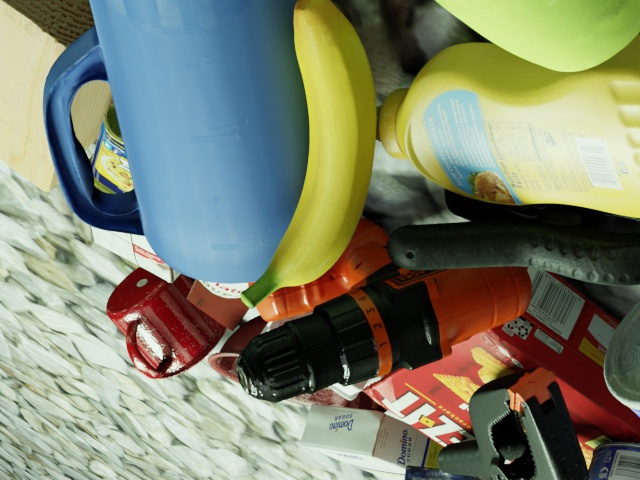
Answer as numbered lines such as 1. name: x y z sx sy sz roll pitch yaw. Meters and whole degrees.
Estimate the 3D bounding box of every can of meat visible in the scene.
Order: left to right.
1. can of meat: -0.122 -0.059 0.808 0.102 0.057 0.084 34 150 -2

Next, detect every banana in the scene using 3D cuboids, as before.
1. banana: 0.002 -0.046 0.597 0.037 0.069 0.198 33 128 31

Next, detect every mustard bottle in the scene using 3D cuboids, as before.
1. mustard bottle: 0.102 -0.060 0.568 0.192 0.058 0.096 7 141 40

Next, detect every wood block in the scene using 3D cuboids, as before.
1. wood block: -0.186 -0.129 0.727 0.090 0.090 0.206 36 153 -3

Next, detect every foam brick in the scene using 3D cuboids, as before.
1. foam brick: -0.074 0.033 0.910 0.053 0.051 0.078 35 152 -2

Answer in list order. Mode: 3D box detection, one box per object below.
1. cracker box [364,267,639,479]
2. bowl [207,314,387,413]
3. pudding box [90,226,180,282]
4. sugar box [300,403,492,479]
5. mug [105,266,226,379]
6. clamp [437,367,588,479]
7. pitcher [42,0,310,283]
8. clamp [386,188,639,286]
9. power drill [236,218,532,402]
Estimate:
1. cracker box: 0.147 0.110 0.777 0.164 0.072 0.214 35 153 -6
2. bowl: -0.013 0.101 0.923 0.162 0.055 0.162 14 161 5
3. pudding box: -0.160 -0.019 0.931 0.090 0.039 0.113 27 150 13
4. sugar box: 0.077 0.193 0.961 0.094 0.048 0.176 -3 153 47
5. mug: -0.150 0.077 0.998 0.093 0.117 0.081 -20 120 31
6. clamp: 0.129 0.148 0.715 0.165 0.036 0.210 40 153 41
7. pitcher: -0.072 -0.092 0.618 0.145 0.149 0.243 27 149 25
8. clamp: 0.124 0.000 0.596 0.172 0.120 0.039 10 119 31
9. power drill: 0.015 0.040 0.681 0.188 0.184 0.057 -153 49 -67
